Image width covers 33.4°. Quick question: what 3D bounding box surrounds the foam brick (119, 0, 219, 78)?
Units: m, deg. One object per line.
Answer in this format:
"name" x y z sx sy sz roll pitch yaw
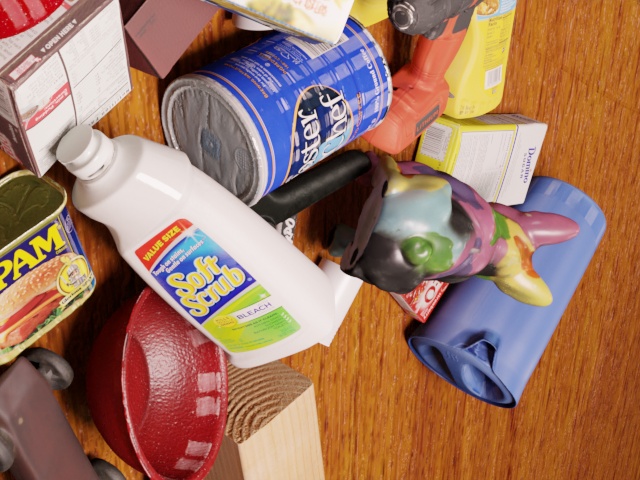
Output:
"foam brick" -0.108 -0.155 0.693 0.078 0.051 0.053 -53 143 -15

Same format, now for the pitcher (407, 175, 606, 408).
"pitcher" 0.210 0.054 1.179 0.242 0.149 0.145 -55 129 -17

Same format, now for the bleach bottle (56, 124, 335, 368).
"bleach bottle" -0.091 0.003 0.735 0.250 0.103 0.068 43 35 -45

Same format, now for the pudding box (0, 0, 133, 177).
"pudding box" -0.158 -0.100 0.641 0.090 0.039 0.113 -49 171 -21

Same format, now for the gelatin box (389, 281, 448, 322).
"gelatin box" 0.109 0.030 1.104 0.089 0.030 0.073 -56 144 -11

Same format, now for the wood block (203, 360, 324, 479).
"wood block" -0.057 0.204 0.951 0.090 0.091 0.206 -36 136 -33

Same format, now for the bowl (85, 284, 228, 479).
"bowl" -0.127 0.106 0.797 0.162 0.055 0.162 -6 90 -69

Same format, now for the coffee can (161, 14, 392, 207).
"coffee can" -0.031 -0.098 0.782 0.140 0.103 0.103 -35 136 -35

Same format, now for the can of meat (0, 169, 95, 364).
"can of meat" -0.200 0.019 0.682 0.102 0.058 0.084 -40 141 -26

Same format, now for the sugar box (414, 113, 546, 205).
"sugar box" 0.160 -0.080 1.087 0.175 0.048 0.093 -9 119 -52

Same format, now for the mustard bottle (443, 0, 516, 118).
"mustard bottle" 0.145 -0.213 0.969 0.096 0.058 0.192 -28 132 -47

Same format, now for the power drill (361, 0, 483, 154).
"power drill" 0.086 -0.160 0.860 0.184 0.057 0.188 -42 164 -42

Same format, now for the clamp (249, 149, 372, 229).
"clamp" -0.056 0.001 0.854 0.209 0.036 0.165 -1 113 -43
